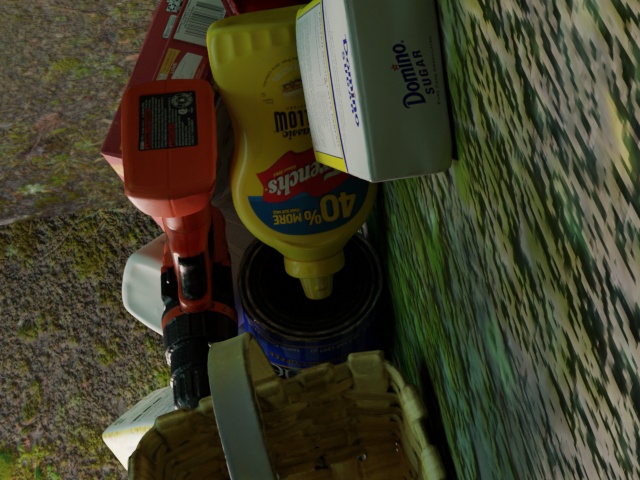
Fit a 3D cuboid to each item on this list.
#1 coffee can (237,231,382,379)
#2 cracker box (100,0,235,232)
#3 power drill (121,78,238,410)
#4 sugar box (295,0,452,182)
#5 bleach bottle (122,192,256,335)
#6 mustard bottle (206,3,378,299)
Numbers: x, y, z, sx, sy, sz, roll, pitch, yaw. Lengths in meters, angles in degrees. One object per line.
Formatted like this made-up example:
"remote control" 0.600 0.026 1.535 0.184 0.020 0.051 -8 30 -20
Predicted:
"coffee can" -0.006 0.064 0.799 0.140 0.102 0.103 88 170 -56
"cracker box" -0.109 -0.101 0.953 0.213 0.072 0.164 69 -143 -70
"power drill" -0.086 0.006 0.686 0.188 0.057 0.184 90 172 -50
"sugar box" 0.023 -0.083 0.546 0.176 0.048 0.093 -144 45 -77
"bleach bottle" -0.056 0.001 0.907 0.250 0.103 0.068 -40 -30 -53
"mustard bottle" -0.013 -0.052 0.690 0.058 0.096 0.191 -120 21 -67
